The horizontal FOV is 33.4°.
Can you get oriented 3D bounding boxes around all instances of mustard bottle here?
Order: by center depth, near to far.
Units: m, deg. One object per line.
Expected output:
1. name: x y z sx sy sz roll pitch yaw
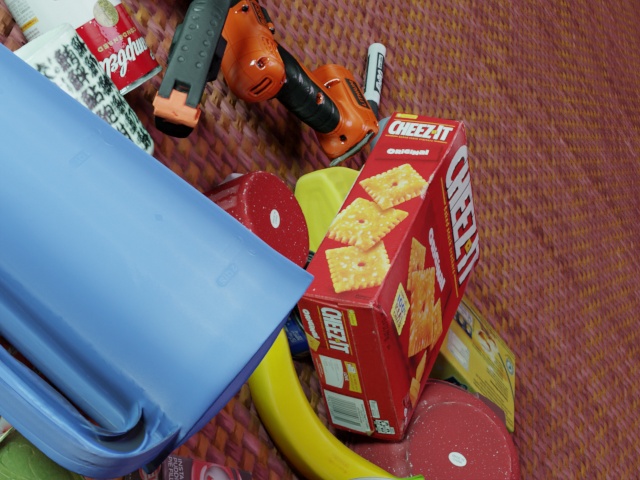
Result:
1. mustard bottle: 0.055 -0.026 0.985 0.191 0.058 0.096 -15 90 -54

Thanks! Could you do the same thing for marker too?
1. marker: 0.056 -0.166 1.137 0.020 0.020 0.121 45 37 -34

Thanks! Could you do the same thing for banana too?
1. banana: -0.006 0.134 0.802 0.197 0.069 0.037 50 -3 -17

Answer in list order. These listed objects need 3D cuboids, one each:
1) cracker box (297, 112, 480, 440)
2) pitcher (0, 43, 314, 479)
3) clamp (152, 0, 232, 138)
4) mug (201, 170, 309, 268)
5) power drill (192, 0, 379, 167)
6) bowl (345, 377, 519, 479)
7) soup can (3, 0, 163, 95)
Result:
1. cracker box: 0.063 0.027 0.857 0.164 0.072 0.213 76 33 -42
2. pitcher: -0.136 0.001 0.545 0.243 0.145 0.149 40 -7 -1
3. clamp: -0.087 -0.123 0.736 0.036 0.165 0.210 17 37 -8
4. mug: -0.055 0.001 0.786 0.117 0.082 0.093 15 59 -55
5. power drill: -0.036 -0.157 0.919 0.187 0.057 0.184 32 29 -46
6. bowl: 0.103 0.183 0.871 0.162 0.055 0.162 7 64 -16
7. soup can: -0.162 -0.142 0.719 0.102 0.069 0.068 60 31 -14
